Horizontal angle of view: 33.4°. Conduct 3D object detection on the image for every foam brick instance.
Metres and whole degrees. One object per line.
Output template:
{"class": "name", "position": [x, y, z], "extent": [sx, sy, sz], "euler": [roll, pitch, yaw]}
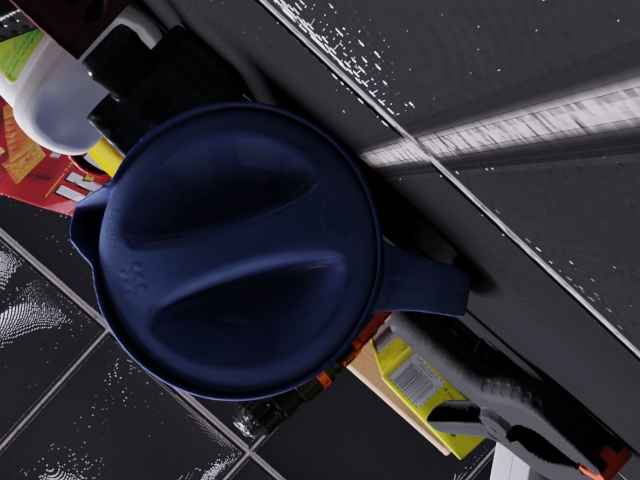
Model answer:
{"class": "foam brick", "position": [-0.136, -0.137, 0.529], "extent": [0.051, 0.053, 0.078], "euler": [42, 179, 19]}

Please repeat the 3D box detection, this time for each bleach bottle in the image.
{"class": "bleach bottle", "position": [-0.211, -0.162, 0.690], "extent": [0.251, 0.102, 0.068], "euler": [40, -175, 31]}

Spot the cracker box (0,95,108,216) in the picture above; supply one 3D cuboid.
{"class": "cracker box", "position": [-0.243, -0.117, 0.931], "extent": [0.072, 0.164, 0.213], "euler": [44, -172, 25]}

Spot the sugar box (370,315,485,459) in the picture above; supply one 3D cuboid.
{"class": "sugar box", "position": [0.087, 0.111, 0.889], "extent": [0.093, 0.048, 0.176], "euler": [47, -179, -5]}

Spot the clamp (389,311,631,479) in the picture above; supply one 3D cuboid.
{"class": "clamp", "position": [0.114, 0.101, 0.683], "extent": [0.172, 0.039, 0.120], "euler": [14, 146, 48]}

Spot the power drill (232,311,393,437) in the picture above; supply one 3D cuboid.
{"class": "power drill", "position": [-0.005, 0.072, 0.827], "extent": [0.057, 0.184, 0.187], "euler": [42, 168, 11]}

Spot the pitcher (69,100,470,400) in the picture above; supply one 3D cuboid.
{"class": "pitcher", "position": [-0.014, 0.015, 0.582], "extent": [0.149, 0.145, 0.242], "euler": [54, -177, 8]}
